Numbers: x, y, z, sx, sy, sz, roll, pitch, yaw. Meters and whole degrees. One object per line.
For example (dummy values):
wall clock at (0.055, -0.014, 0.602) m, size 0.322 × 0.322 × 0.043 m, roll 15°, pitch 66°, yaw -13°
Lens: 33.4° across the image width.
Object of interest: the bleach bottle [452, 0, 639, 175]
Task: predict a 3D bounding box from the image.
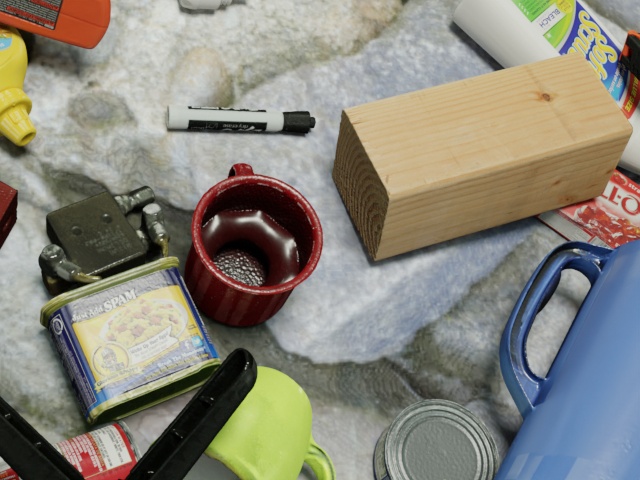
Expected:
bleach bottle at (0.239, -0.147, 0.948) m, size 0.251 × 0.068 × 0.102 m, roll 44°, pitch 57°, yaw 5°

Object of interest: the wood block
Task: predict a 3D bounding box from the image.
wood block at (0.124, -0.068, 0.838) m, size 0.205 × 0.090 × 0.091 m, roll -15°, pitch 59°, yaw -15°

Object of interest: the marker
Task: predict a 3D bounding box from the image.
marker at (-0.063, -0.097, 0.858) m, size 0.121 × 0.020 × 0.020 m, roll 1°, pitch 64°, yaw -16°

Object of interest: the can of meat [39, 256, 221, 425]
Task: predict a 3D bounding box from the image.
can of meat at (-0.129, 0.070, 0.733) m, size 0.102 × 0.057 × 0.084 m, roll -21°, pitch 74°, yaw -24°

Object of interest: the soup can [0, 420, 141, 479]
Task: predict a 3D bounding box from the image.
soup can at (-0.163, 0.162, 0.669) m, size 0.102 × 0.069 × 0.068 m, roll -17°, pitch 70°, yaw -22°

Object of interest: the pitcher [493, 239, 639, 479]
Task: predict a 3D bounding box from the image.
pitcher at (0.206, 0.116, 0.758) m, size 0.242 × 0.149 × 0.145 m, roll -50°, pitch 127°, yaw -33°

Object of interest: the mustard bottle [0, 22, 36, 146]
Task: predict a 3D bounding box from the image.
mustard bottle at (-0.277, -0.145, 0.797) m, size 0.096 × 0.058 × 0.192 m, roll -35°, pitch 77°, yaw -34°

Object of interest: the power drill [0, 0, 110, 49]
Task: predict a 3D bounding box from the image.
power drill at (-0.190, -0.230, 0.843) m, size 0.184 × 0.057 × 0.187 m, roll 15°, pitch 41°, yaw -13°

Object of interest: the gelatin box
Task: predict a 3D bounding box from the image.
gelatin box at (0.236, -0.027, 0.903) m, size 0.089 × 0.030 × 0.073 m, roll 36°, pitch 60°, yaw 3°

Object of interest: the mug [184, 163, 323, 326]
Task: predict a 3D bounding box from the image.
mug at (-0.055, 0.001, 0.774) m, size 0.093 × 0.082 × 0.117 m, roll -4°, pitch 65°, yaw -18°

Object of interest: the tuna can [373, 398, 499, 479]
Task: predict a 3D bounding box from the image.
tuna can at (0.082, 0.159, 0.762) m, size 0.086 × 0.034 × 0.086 m, roll 7°, pitch 62°, yaw -13°

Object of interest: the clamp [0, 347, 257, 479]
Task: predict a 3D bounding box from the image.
clamp at (-0.132, 0.154, 0.617) m, size 0.164 × 0.210 × 0.036 m, roll 4°, pitch 22°, yaw -21°
